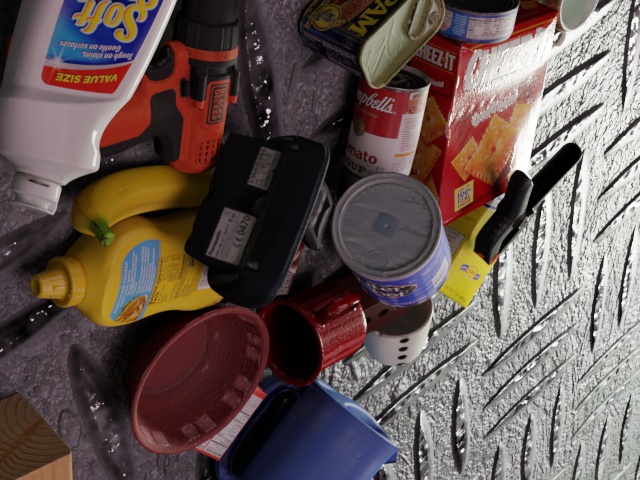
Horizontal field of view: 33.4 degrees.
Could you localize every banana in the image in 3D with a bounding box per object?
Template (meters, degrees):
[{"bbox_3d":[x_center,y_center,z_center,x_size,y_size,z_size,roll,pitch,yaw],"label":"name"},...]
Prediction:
[{"bbox_3d":[-0.139,-0.032,0.857,0.197,0.070,0.037,-29,151,-59],"label":"banana"}]

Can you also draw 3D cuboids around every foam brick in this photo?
[{"bbox_3d":[0.055,0.062,1.159,0.078,0.051,0.053,-25,145,-17],"label":"foam brick"}]

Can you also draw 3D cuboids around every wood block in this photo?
[{"bbox_3d":[-0.269,0.248,0.908,0.090,0.090,0.206,-22,133,-37],"label":"wood block"}]

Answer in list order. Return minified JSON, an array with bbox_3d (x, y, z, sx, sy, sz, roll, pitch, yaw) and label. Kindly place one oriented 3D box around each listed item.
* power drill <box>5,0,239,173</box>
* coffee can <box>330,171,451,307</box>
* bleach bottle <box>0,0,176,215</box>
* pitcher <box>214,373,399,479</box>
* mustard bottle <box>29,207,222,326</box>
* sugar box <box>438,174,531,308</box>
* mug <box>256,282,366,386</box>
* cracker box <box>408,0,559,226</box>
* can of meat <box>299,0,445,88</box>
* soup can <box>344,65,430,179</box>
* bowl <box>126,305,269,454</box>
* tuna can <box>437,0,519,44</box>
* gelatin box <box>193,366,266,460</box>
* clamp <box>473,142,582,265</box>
[{"bbox_3d":[-0.139,-0.124,0.795,0.187,0.057,0.184,-17,126,-41],"label":"power drill"},{"bbox_3d":[0.072,0.002,1.041,0.103,0.103,0.140,-53,163,-5],"label":"coffee can"},{"bbox_3d":[-0.145,-0.138,0.696,0.102,0.068,0.251,20,81,-37],"label":"bleach bottle"},{"bbox_3d":[-0.042,0.269,1.176,0.243,0.149,0.145,-51,160,-2],"label":"pitcher"},{"bbox_3d":[-0.155,0.024,0.892,0.191,0.058,0.096,-11,129,-46],"label":"mustard bottle"},{"bbox_3d":[0.191,-0.012,1.287,0.176,0.048,0.093,-56,145,2],"label":"sugar box"},{"bbox_3d":[-0.001,0.085,1.089,0.081,0.093,0.117,-23,162,-45],"label":"mug"},{"bbox_3d":[0.165,-0.137,1.133,0.163,0.072,0.214,-26,134,-37],"label":"cracker box"},{"bbox_3d":[0.043,-0.193,0.933,0.102,0.084,0.057,-47,144,-13],"label":"can of meat"},{"bbox_3d":[0.063,-0.114,1.035,0.068,0.069,0.102,-19,131,-41],"label":"soup can"},{"bbox_3d":[-0.126,0.120,1.005,0.161,0.055,0.162,-30,138,-32],"label":"bowl"},{"bbox_3d":[0.147,-0.222,1.033,0.085,0.086,0.034,-25,136,-37],"label":"tuna can"},{"bbox_3d":[-0.106,0.176,1.097,0.089,0.030,0.073,-53,146,-4],"label":"gelatin box"},{"bbox_3d":[0.227,-0.040,1.195,0.120,0.039,0.172,-24,156,-31],"label":"clamp"}]
